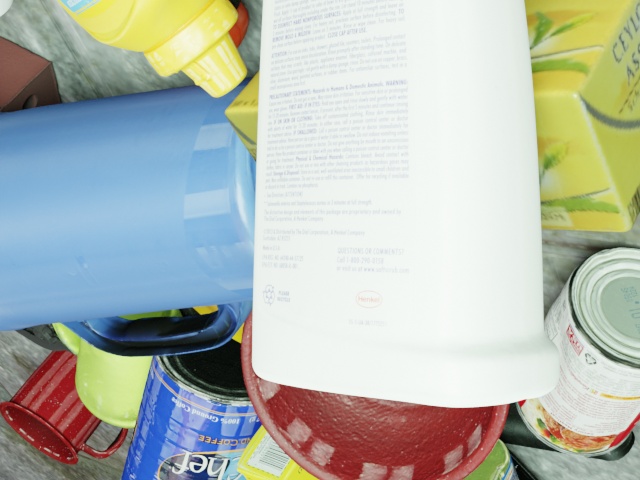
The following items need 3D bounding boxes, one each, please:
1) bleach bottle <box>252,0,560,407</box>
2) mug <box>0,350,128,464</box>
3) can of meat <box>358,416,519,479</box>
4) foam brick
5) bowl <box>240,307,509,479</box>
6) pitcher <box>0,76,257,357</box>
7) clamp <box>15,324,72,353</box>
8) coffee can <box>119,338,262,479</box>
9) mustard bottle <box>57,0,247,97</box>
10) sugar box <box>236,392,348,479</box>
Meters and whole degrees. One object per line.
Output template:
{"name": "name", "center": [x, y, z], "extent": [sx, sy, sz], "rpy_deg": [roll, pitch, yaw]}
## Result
{"name": "bleach bottle", "center": [0.027, -0.078, 0.348], "extent": [0.103, 0.067, 0.251], "rpy_deg": [1, 90, 41]}
{"name": "mug", "center": [-0.240, 0.164, 1.038], "extent": [0.117, 0.081, 0.093], "rpy_deg": [32, 149, 6]}
{"name": "can of meat", "center": [0.079, 0.160, 0.676], "extent": [0.102, 0.057, 0.084], "rpy_deg": [8, 138, 34]}
{"name": "foam brick", "center": [-0.207, -0.085, 0.701], "extent": [0.051, 0.053, 0.078], "rpy_deg": [27, 148, 14]}
{"name": "bowl", "center": [0.037, 0.069, 0.632], "extent": [0.162, 0.055, 0.162], "rpy_deg": [7, 110, 20]}
{"name": "pitcher", "center": [-0.095, -0.012, 0.587], "extent": [0.243, 0.145, 0.149], "rpy_deg": [-5, 170, 36]}
{"name": "clamp", "center": [-0.241, 0.066, 0.951], "extent": [0.172, 0.039, 0.120], "rpy_deg": [12, 137, 34]}
{"name": "coffee can", "center": [-0.086, 0.142, 0.787], "extent": [0.103, 0.102, 0.140], "rpy_deg": [26, 118, 16]}
{"name": "mustard bottle", "center": [-0.093, -0.134, 0.409], "extent": [0.191, 0.058, 0.096], "rpy_deg": [51, 149, -20]}
{"name": "sugar box", "center": [0.012, 0.174, 0.738], "extent": [0.048, 0.093, 0.176], "rpy_deg": [13, 143, 38]}
